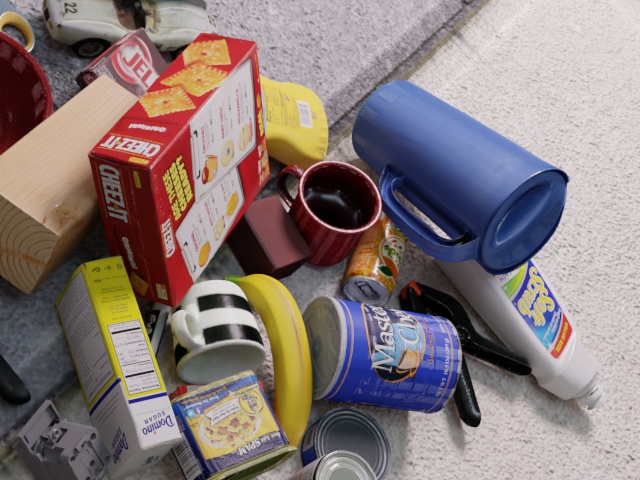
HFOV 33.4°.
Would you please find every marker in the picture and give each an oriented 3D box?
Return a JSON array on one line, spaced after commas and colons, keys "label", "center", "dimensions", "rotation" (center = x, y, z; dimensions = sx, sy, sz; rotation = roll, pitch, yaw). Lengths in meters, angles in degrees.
[{"label": "marker", "center": [-0.159, 0.086, 1.021], "dimensions": [0.020, 0.020, 0.121], "rotation": [25, 52, -17]}]

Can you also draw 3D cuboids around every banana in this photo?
[{"label": "banana", "center": [-0.040, 0.110, 1.050], "dimensions": [0.037, 0.070, 0.198], "rotation": [5, 59, -44]}]

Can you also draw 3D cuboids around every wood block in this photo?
[{"label": "wood block", "center": [-0.234, -0.057, 0.992], "dimensions": [0.091, 0.090, 0.205], "rotation": [36, 41, -2]}]

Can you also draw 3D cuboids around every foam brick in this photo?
[{"label": "foam brick", "center": [-0.057, 0.001, 1.113], "dimensions": [0.051, 0.053, 0.078], "rotation": [-22, 77, -38]}]

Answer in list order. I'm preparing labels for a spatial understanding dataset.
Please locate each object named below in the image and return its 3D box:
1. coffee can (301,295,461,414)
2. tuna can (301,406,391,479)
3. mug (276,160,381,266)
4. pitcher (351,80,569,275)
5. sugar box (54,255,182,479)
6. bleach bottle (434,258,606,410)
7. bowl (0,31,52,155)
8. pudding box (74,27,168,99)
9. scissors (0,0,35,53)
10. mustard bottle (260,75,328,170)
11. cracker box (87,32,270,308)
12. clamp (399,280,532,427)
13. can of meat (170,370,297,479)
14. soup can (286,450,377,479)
[{"label": "coffee can", "center": [0.056, 0.117, 1.079], "dimensions": [0.140, 0.103, 0.103], "rotation": [12, 57, -26]}, {"label": "tuna can", "center": [0.025, 0.209, 1.050], "dimensions": [0.086, 0.034, 0.086], "rotation": [15, 56, -24]}, {"label": "mug", "center": [-0.001, -0.033, 1.144], "dimensions": [0.117, 0.082, 0.093], "rotation": [39, 53, 7]}, {"label": "pitcher", "center": [0.139, -0.075, 1.182], "dimensions": [0.243, 0.145, 0.149], "rotation": [41, 15, 36]}, {"label": "sugar box", "center": [-0.181, 0.112, 0.944], "dimensions": [0.048, 0.093, 0.176], "rotation": [-12, 70, -34]}, {"label": "bleach bottle", "center": [0.246, 0.086, 1.241], "dimensions": [0.102, 0.068, 0.251], "rotation": [-38, 88, -36]}, {"label": "bowl", "center": [-0.342, -0.130, 1.016], "dimensions": [0.161, 0.055, 0.162], "rotation": [15, 56, -24]}, {"label": "pudding box", "center": [-0.189, -0.149, 1.106], "dimensions": [0.113, 0.039, 0.090], "rotation": [59, 45, -25]}, {"label": "scissors", "center": [-0.337, -0.265, 1.126], "dimensions": [0.096, 0.016, 0.201], "rotation": [20, 54, -22]}, {"label": "mustard bottle", "center": [-0.078, -0.140, 1.152], "dimensions": [0.191, 0.058, 0.096], "rotation": [13, 61, -43]}, {"label": "cracker box", "center": [-0.125, -0.071, 1.002], "dimensions": [0.072, 0.164, 0.213], "rotation": [13, 43, 19]}, {"label": "clamp", "center": [0.145, 0.121, 1.174], "dimensions": [0.171, 0.039, 0.120], "rotation": [40, 45, 4]}, {"label": "can of meat", "center": [-0.085, 0.172, 0.949], "dimensions": [0.101, 0.058, 0.084], "rotation": [-16, 68, -36]}, {"label": "soup can", "center": [0.000, 0.238, 0.973], "dimensions": [0.068, 0.102, 0.068], "rotation": [15, 56, -24]}]
